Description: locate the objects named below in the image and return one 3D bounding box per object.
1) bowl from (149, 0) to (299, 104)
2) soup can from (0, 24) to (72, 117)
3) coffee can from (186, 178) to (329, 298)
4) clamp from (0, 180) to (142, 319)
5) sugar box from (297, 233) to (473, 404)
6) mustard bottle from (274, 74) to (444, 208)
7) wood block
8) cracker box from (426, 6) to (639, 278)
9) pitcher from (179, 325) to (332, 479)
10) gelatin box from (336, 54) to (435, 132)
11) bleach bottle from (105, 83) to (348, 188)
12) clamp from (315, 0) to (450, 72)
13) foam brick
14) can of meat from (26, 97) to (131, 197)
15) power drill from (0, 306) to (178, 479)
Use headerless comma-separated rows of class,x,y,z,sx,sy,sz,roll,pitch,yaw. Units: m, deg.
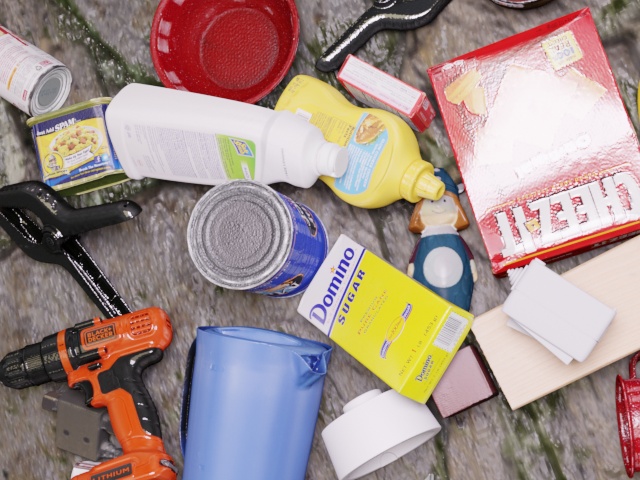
bowl,-0.093,-0.207,1.112,0.162,0.055,0.162,-2,84,14
soup can,-0.331,-0.185,1.166,0.102,0.068,0.068,32,93,15
coffee can,-0.057,0.001,1.036,0.103,0.140,0.103,-2,83,14
clamp,-0.264,-0.012,1.108,0.210,0.036,0.165,32,130,17
sugar box,0.056,0.069,1.005,0.176,0.048,0.093,33,93,47
mustard bottle,0.038,-0.086,1.042,0.192,0.058,0.096,29,101,29
wood block,0.250,0.069,0.976,0.206,0.090,0.091,-28,78,10
cracker box,0.210,-0.090,1.012,0.164,0.072,0.214,-19,80,12
pitcher,-0.078,0.205,1.036,0.145,0.149,0.243,9,90,0
gelatin box,0.066,-0.144,1.055,0.089,0.073,0.030,30,91,16
bleach bottle,-0.088,-0.091,1.051,0.251,0.102,0.068,13,50,26
clamp,0.061,-0.235,1.084,0.171,0.039,0.120,-5,84,14
foam brick,0.132,0.133,1.006,0.053,0.078,0.051,-26,77,10
can of meat,-0.255,-0.098,1.143,0.102,0.057,0.084,-15,83,13
power drill,-0.224,0.168,1.054,0.184,0.057,0.188,-18,64,4
